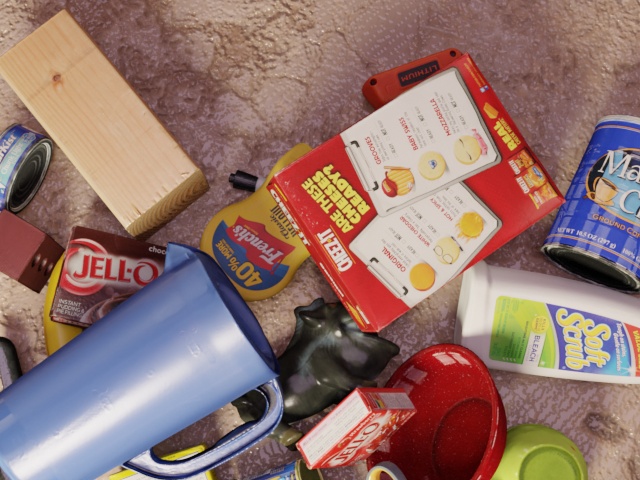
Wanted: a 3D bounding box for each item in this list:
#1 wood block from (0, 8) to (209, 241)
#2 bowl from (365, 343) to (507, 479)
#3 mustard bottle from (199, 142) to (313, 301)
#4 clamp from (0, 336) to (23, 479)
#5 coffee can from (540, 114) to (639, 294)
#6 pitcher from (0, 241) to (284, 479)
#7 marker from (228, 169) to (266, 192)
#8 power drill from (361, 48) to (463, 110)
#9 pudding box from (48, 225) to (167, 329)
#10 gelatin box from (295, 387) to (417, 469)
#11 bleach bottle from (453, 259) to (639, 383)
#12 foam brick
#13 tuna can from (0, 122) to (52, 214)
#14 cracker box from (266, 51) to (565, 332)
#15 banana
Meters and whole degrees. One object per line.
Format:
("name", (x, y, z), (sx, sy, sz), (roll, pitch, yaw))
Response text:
("wood block", (-0.209, -0.109, 1.033), (0.091, 0.090, 0.206), (-39, 82, -6))
("bowl", (0.115, 0.178, 0.967), (0.055, 0.162, 0.162), (25, 78, -34))
("mustard bottle", (-0.057, 0.001, 1.018), (0.191, 0.058, 0.096), (-41, 92, 4))
("clamp", (-0.284, 0.176, 1.006), (0.171, 0.039, 0.120), (35, 86, 0))
("coffee can", (0.283, -0.034, 1.009), (0.103, 0.103, 0.140), (25, 81, 5))
("pitcher", (-0.159, 0.131, 0.932), (0.243, 0.145, 0.149), (-33, 49, 2))
("marker", (-0.032, -0.047, 1.055), (0.121, 0.020, 0.020), (15, 80, 3))
("power drill", (0.108, -0.080, 1.043), (0.184, 0.057, 0.188), (-21, 83, -8))
("pudding box", (-0.191, 0.043, 1.010), (0.113, 0.039, 0.090), (14, 72, -17))
("gelatin box", (0.033, 0.170, 0.962), (0.089, 0.073, 0.030), (-47, 57, 24))
("bleach bottle", (0.256, 0.081, 0.998), (0.251, 0.068, 0.102), (7, 109, 0))
("foam brick", (-0.285, 0.011, 1.017), (0.051, 0.078, 0.053), (31, 81, 7))
("tuna can", (-0.293, -0.068, 1.027), (0.034, 0.086, 0.086), (26, 80, 3))
("cracker box", (0.084, -0.043, 0.959), (0.213, 0.072, 0.164), (-34, 90, -12))
("banana", (-0.228, 0.103, 1.023), (0.069, 0.037, 0.198), (-19, 81, -25))
